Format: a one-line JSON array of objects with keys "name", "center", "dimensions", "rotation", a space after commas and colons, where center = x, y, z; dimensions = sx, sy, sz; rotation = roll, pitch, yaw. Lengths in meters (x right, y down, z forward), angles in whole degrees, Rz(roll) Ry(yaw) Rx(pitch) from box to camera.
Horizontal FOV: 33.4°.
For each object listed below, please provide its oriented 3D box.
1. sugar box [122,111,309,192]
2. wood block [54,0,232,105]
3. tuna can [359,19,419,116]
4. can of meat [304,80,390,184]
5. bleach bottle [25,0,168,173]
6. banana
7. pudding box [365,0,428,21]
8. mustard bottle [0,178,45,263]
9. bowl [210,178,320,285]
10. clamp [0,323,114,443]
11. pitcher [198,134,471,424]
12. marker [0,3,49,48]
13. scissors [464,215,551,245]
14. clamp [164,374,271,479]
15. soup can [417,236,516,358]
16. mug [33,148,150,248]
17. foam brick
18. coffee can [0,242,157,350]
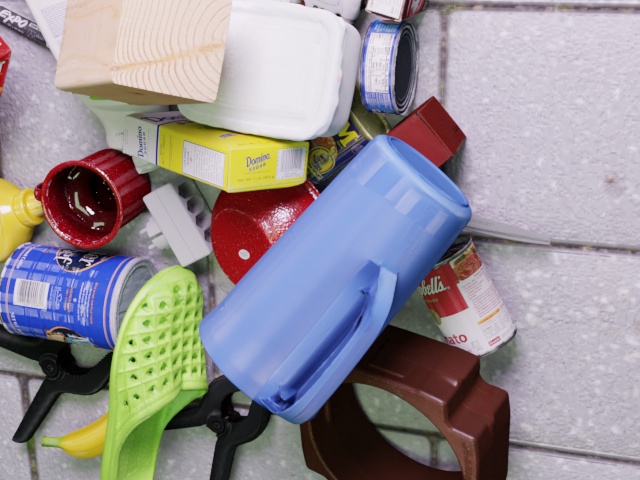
[{"name": "sugar box", "center": [-0.102, -0.088, 1.001], "dimensions": [0.176, 0.093, 0.048], "rotation": [24, 114, 44]}, {"name": "wood block", "center": [-0.161, -0.169, 0.933], "dimensions": [0.090, 0.206, 0.090], "rotation": [8, 93, -27]}, {"name": "tuna can", "center": [0.063, -0.157, 0.966], "dimensions": [0.034, 0.086, 0.086], "rotation": [7, 111, 18]}, {"name": "can of meat", "center": [0.002, -0.115, 1.019], "dimensions": [0.084, 0.057, 0.102], "rotation": [-34, 96, 28]}, {"name": "bleach bottle", "center": [-0.223, -0.185, 1.069], "dimensions": [0.103, 0.068, 0.251], "rotation": [-14, 105, 22]}, {"name": "banana", "center": [-0.232, 0.193, 1.210], "dimensions": [0.198, 0.037, 0.069], "rotation": [-43, 129, 20]}, {"name": "pudding box", "center": [0.079, -0.251, 0.924], "dimensions": [0.039, 0.090, 0.113], "rotation": [18, 113, 13]}, {"name": "mustard bottle", "center": [-0.376, -0.018, 1.181], "dimensions": [0.192, 0.058, 0.096], "rotation": [-16, 88, 23]}, {"name": "bowl", "center": [-0.057, 0.001, 1.048], "dimensions": [0.162, 0.055, 0.162], "rotation": [24, 128, 34]}, {"name": "clamp", "center": [-0.311, 0.133, 1.225], "dimensions": [0.210, 0.036, 0.164], "rotation": [-24, 100, 23]}, {"name": "pitcher", "center": [0.018, 0.036, 0.918], "dimensions": [0.149, 0.144, 0.243], "rotation": [46, 106, 19]}, {"name": "marker", "center": [-0.317, -0.229, 1.109], "dimensions": [0.121, 0.020, 0.020], "rotation": [28, 115, 8]}, {"name": "scissors", "center": [0.114, -0.040, 1.013], "dimensions": [0.202, 0.096, 0.016], "rotation": [0, 154, 2]}, {"name": "clamp", "center": [-0.105, 0.210, 1.179], "dimensions": [0.172, 0.039, 0.120], "rotation": [-37, 92, 27]}, {"name": "soup can", "center": [0.137, 0.056, 1.025], "dimensions": [0.069, 0.068, 0.102], "rotation": [-24, 100, 25]}, {"name": "mug", "center": [-0.240, -0.049, 1.111], "dimensions": [0.117, 0.081, 0.093], "rotation": [4, 110, 18]}, {"name": "foam brick", "center": [0.094, -0.092, 0.983], "dimensions": [0.051, 0.078, 0.053], "rotation": [-38, 94, 25]}, {"name": "coffee can", "center": [-0.258, 0.061, 1.145], "dimensions": [0.140, 0.102, 0.103], "rotation": [7, 111, 17]}]
